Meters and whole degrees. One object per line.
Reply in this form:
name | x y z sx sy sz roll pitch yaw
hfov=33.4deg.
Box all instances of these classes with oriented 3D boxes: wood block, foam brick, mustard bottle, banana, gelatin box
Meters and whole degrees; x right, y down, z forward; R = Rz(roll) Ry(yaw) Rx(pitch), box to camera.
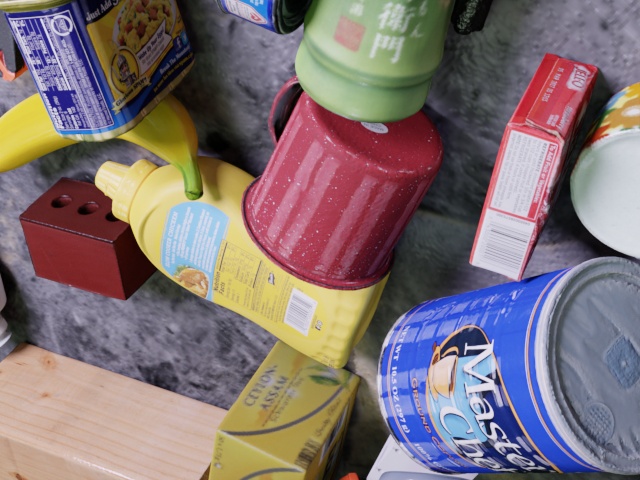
wood block | -0.167 0.165 0.829 0.206 0.090 0.091 15 131 20
foam brick | -0.152 -0.002 0.717 0.078 0.053 0.051 13 129 21
mustard bottle | -0.054 0.001 0.657 0.192 0.058 0.096 27 138 10
banana | -0.144 -0.068 0.656 0.198 0.069 0.037 7 160 35
gelatin box | 0.106 -0.036 0.525 0.030 0.073 0.089 21 131 14

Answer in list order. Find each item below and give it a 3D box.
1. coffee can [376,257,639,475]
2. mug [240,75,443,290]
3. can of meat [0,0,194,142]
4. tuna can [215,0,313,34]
coffee can | 0.110 0.071 0.560 0.103 0.102 0.141 49 150 -12
mug | 0.008 -0.043 0.577 0.117 0.093 0.082 58 138 32
can of meat | -0.117 -0.113 0.578 0.058 0.102 0.084 2 127 28
tuna can | -0.016 -0.142 0.506 0.034 0.086 0.086 25 133 9
